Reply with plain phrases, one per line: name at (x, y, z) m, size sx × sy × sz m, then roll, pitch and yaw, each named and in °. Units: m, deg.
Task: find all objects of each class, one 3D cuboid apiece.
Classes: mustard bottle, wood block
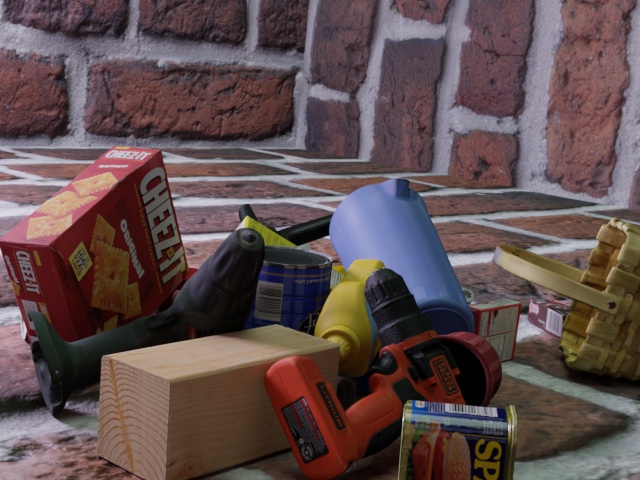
mustard bottle at (0.034, 0.087, 1.091) m, size 0.058 × 0.096 × 0.191 m, roll 2°, pitch 14°, yaw 13°
wood block at (-0.084, 0.138, 0.936) m, size 0.090 × 0.091 × 0.205 m, roll 13°, pitch 13°, yaw 40°

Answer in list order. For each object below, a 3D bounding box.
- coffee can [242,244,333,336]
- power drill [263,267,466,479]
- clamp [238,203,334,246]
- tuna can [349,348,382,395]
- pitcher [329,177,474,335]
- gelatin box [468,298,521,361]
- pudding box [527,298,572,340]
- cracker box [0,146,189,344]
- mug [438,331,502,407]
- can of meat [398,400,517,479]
coffee can at (-0.043, 0.083, 1.125) m, size 0.103 × 0.140 × 0.103 m, roll 5°, pitch 10°, yaw -1°
power drill at (0.043, 0.119, 0.936) m, size 0.187 × 0.184 × 0.057 m, roll -13°, pitch -19°, yaw -42°
clamp at (-0.059, 0.002, 1.387) m, size 0.165 × 0.036 × 0.209 m, roll 1°, pitch 25°, yaw 17°
tuna can at (0.074, 0.144, 1.156) m, size 0.086 × 0.034 × 0.086 m, roll 5°, pitch 10°, yaw -1°
pitcher at (0.098, 0.053, 1.303) m, size 0.145 × 0.149 × 0.243 m, roll -29°, pitch 36°, yaw 7°
gelatin box at (0.204, 0.112, 1.297) m, size 0.089 × 0.073 × 0.030 m, roll -5°, pitch 15°, yaw -45°
pudding box at (0.352, 0.111, 1.486) m, size 0.090 × 0.039 × 0.113 m, roll 4°, pitch 10°, yaw -13°
cracker box at (-0.227, 0.020, 1.115) m, size 0.072 × 0.164 × 0.213 m, roll 6°, pitch 32°, yaw 24°
mug at (0.126, 0.133, 1.080) m, size 0.117 × 0.093 × 0.081 m, roll 17°, pitch 8°, yaw 20°
can of meat at (0.101, 0.173, 0.807) m, size 0.084 × 0.102 × 0.057 m, roll 5°, pitch 10°, yaw 6°
